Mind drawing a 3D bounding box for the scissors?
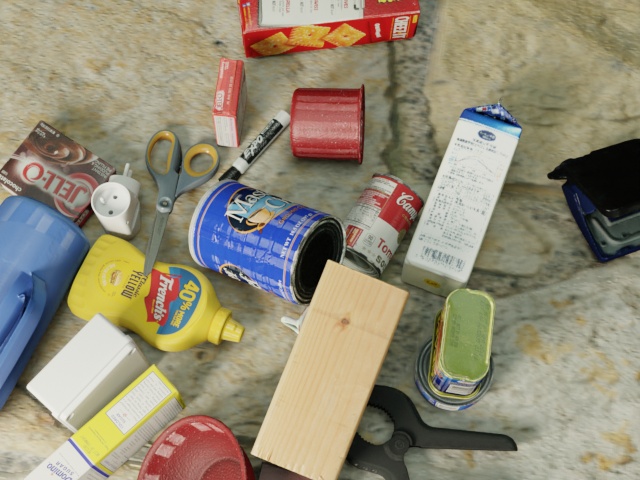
[{"bbox_3d":[-0.158,-0.046,1.219,0.096,0.016,0.202,-3,57,-10],"label":"scissors"}]

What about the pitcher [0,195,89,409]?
[{"bbox_3d":[-0.345,0.076,1.137,0.149,0.145,0.242,24,70,11],"label":"pitcher"}]

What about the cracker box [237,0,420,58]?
[{"bbox_3d":[0.002,-0.320,1.310,0.213,0.072,0.164,-7,72,-4],"label":"cracker box"}]

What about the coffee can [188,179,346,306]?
[{"bbox_3d":[-0.058,0.001,1.159,0.140,0.102,0.102,20,71,29],"label":"coffee can"}]

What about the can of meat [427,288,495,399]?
[{"bbox_3d":[0.149,0.108,1.118,0.057,0.084,0.102,8,71,2],"label":"can of meat"}]

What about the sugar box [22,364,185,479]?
[{"bbox_3d":[-0.222,0.210,1.113,0.176,0.093,0.048,-39,75,-13],"label":"sugar box"}]

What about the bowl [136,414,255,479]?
[{"bbox_3d":[-0.118,0.263,1.092,0.162,0.055,0.162,-17,62,36],"label":"bowl"}]

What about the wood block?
[{"bbox_3d":[0.012,0.134,1.090,0.091,0.090,0.206,22,86,4],"label":"wood block"}]

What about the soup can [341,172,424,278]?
[{"bbox_3d":[0.063,-0.017,1.206,0.068,0.068,0.102,30,74,9],"label":"soup can"}]

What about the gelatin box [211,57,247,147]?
[{"bbox_3d":[-0.106,-0.160,1.243,0.030,0.089,0.073,6,71,1],"label":"gelatin box"}]

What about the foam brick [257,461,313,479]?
[{"bbox_3d":[-0.030,0.268,1.115,0.078,0.053,0.051,14,71,4],"label":"foam brick"}]

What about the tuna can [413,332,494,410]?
[{"bbox_3d":[0.145,0.143,1.170,0.086,0.034,0.086,0,71,0],"label":"tuna can"}]

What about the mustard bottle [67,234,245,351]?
[{"bbox_3d":[-0.174,0.069,1.181,0.191,0.058,0.096,21,67,6],"label":"mustard bottle"}]

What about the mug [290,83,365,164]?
[{"bbox_3d":[0.010,-0.143,1.246,0.081,0.093,0.117,2,40,5],"label":"mug"}]

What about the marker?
[{"bbox_3d":[-0.078,-0.106,1.262,0.020,0.020,0.121,38,75,12],"label":"marker"}]

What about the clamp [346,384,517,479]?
[{"bbox_3d":[0.094,0.215,1.142,0.164,0.036,0.210,-43,78,-11],"label":"clamp"}]

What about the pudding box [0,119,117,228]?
[{"bbox_3d":[-0.305,-0.072,1.238,0.113,0.039,0.090,32,74,10],"label":"pudding box"}]
